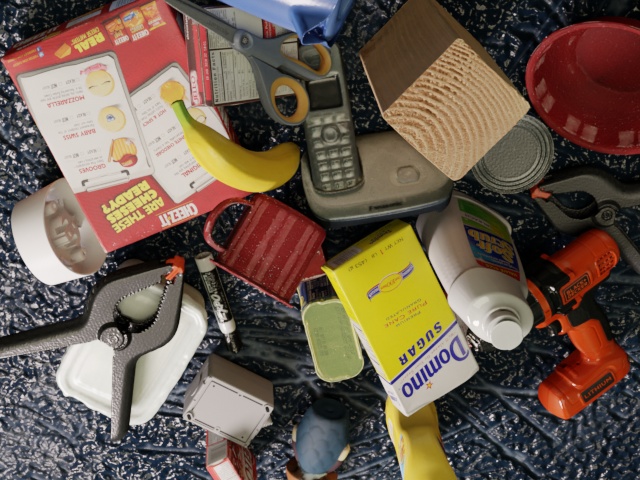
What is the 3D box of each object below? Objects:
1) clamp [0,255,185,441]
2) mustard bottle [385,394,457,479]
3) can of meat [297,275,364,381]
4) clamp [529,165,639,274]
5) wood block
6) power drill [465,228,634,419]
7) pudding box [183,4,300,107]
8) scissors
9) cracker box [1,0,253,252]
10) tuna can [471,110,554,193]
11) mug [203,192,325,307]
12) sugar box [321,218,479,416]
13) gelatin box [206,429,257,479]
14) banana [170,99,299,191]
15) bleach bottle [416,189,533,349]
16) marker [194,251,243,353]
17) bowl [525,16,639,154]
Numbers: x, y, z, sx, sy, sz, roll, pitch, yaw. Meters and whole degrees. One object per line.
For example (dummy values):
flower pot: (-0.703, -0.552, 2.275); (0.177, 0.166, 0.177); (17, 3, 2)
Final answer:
clamp: (-0.201, 0.101, 1.072); (0.210, 0.036, 0.164); (-39, 110, 12)
mustard bottle: (0.109, 0.236, 1.134); (0.058, 0.191, 0.096); (-9, 114, 0)
can of meat: (0.011, 0.086, 1.121); (0.057, 0.084, 0.102); (-13, 114, 2)
clamp: (0.304, -0.040, 1.109); (0.171, 0.039, 0.120); (22, 109, -13)
wood block: (0.105, -0.146, 0.958); (0.090, 0.206, 0.091); (39, 106, -18)
power drill: (0.247, 0.100, 1.116); (0.184, 0.057, 0.187); (-34, 129, -10)
pudding box: (-0.071, -0.173, 0.987); (0.113, 0.039, 0.090); (-14, 107, -40)
scissors: (-0.068, -0.158, 0.953); (0.201, 0.016, 0.096); (3, 97, -43)
cracker box: (-0.179, -0.118, 1.027); (0.164, 0.072, 0.213); (-22, 114, 6)
tuna can: (0.190, -0.093, 1.081); (0.086, 0.034, 0.086); (-1, 114, -3)
mug: (-0.057, 0.001, 1.021); (0.117, 0.093, 0.081); (31, 86, -22)
sugar box: (0.082, 0.078, 1.062); (0.093, 0.048, 0.176); (-31, 106, -9)
gelatin box: (-0.097, 0.246, 1.182); (0.030, 0.089, 0.073); (-26, 113, 6)
banana: (-0.067, -0.078, 0.993); (0.037, 0.197, 0.069); (-11, 77, 27)
bleach bottle: (0.156, 0.034, 1.016); (0.102, 0.251, 0.068); (29, 109, -15)
marker: (-0.107, 0.068, 1.141); (0.020, 0.020, 0.121); (-15, 114, 3)
bowl: (0.282, -0.159, 1.023); (0.162, 0.055, 0.162); (19, 144, 14)
